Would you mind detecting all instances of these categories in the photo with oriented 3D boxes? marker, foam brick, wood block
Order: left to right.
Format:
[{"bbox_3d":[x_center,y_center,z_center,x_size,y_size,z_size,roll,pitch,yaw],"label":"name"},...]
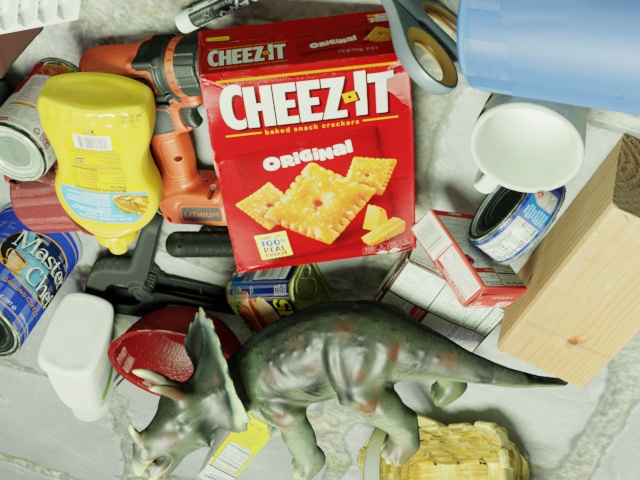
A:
[{"bbox_3d":[-0.290,-0.189,0.940,0.053,0.078,0.051,10,138,16],"label":"foam brick"},{"bbox_3d":[-0.070,-0.197,0.871,0.121,0.020,0.020,-15,125,35],"label":"marker"},{"bbox_3d":[0.238,0.023,0.898,0.091,0.090,0.206,25,138,-2],"label":"wood block"}]

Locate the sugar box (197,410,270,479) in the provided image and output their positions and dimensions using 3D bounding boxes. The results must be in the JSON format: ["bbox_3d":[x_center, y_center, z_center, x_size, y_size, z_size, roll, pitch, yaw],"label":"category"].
[{"bbox_3d":[-0.083,0.214,1.242,0.048,0.093,0.176,28,139,-3],"label":"sugar box"}]

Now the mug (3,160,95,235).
[{"bbox_3d":[-0.258,-0.051,1.047,0.082,0.093,0.117,-2,169,34],"label":"mug"}]

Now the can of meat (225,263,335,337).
[{"bbox_3d":[-0.038,0.067,1.099,0.084,0.057,0.102,-3,132,30],"label":"can of meat"}]

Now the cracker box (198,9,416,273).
[{"bbox_3d":[-0.005,-0.076,0.886,0.164,0.072,0.214,-7,134,0],"label":"cracker box"}]

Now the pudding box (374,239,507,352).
[{"bbox_3d":[0.118,0.054,1.025,0.113,0.039,0.090,26,139,-4],"label":"pudding box"}]

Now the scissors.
[{"bbox_3d":[0.042,-0.179,0.787,0.201,0.096,0.016,34,136,-15],"label":"scissors"}]

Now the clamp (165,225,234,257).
[{"bbox_3d":[-0.057,0.001,1.031,0.171,0.120,0.039,3,100,1],"label":"clamp"}]

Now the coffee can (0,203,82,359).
[{"bbox_3d":[-0.334,0.042,1.148,0.103,0.140,0.103,13,137,13],"label":"coffee can"}]

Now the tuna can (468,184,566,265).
[{"bbox_3d":[0.162,-0.024,0.889,0.033,0.086,0.086,37,137,-11],"label":"tuna can"}]

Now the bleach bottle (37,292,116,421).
[{"bbox_3d":[-0.275,0.157,1.249,0.068,0.102,0.251,15,150,0],"label":"bleach bottle"}]

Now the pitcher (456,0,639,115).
[{"bbox_3d":[0.218,-0.150,0.705,0.243,0.144,0.149,9,105,21],"label":"pitcher"}]

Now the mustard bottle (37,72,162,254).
[{"bbox_3d":[-0.191,-0.059,0.959,0.096,0.058,0.192,5,135,3],"label":"mustard bottle"}]

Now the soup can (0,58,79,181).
[{"bbox_3d":[-0.260,-0.111,0.986,0.068,0.102,0.068,13,137,12],"label":"soup can"}]

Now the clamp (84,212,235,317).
[{"bbox_3d":[-0.178,0.049,1.160,0.210,0.036,0.164,-22,128,43],"label":"clamp"}]

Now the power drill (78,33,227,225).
[{"bbox_3d":[-0.110,-0.100,0.963,0.185,0.057,0.187,3,131,28],"label":"power drill"}]

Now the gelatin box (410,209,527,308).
[{"bbox_3d":[0.127,0.017,0.914,0.030,0.073,0.089,-46,62,27],"label":"gelatin box"}]

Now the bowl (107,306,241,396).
[{"bbox_3d":[-0.146,0.119,1.163,0.162,0.055,0.162,9,145,6],"label":"bowl"}]
